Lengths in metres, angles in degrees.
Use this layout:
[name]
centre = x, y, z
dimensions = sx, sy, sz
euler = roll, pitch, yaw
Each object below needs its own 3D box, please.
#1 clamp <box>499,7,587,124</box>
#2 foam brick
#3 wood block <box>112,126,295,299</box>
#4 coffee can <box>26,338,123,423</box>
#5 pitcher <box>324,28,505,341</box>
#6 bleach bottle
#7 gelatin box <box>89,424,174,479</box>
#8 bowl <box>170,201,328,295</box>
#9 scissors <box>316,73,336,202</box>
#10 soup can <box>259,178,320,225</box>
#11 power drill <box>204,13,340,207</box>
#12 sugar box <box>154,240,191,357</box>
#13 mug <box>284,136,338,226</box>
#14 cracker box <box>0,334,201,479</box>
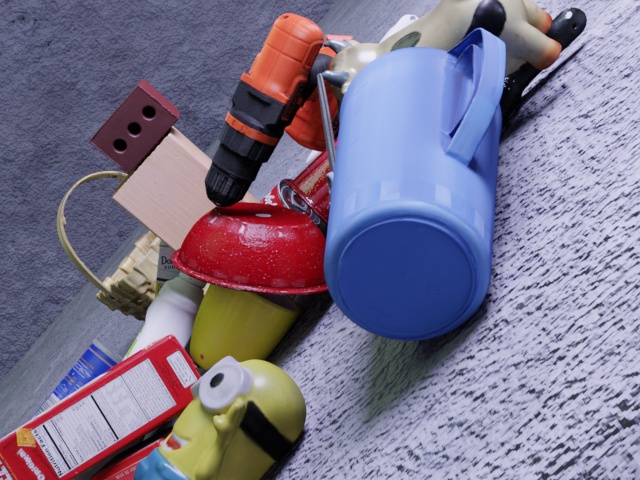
[clamp]
centre = 0.165, -0.139, 0.938
dimensions = 0.171, 0.039, 0.120
euler = -57, 9, -6
[foam brick]
centre = -0.184, -0.114, 1.069
dimensions = 0.078, 0.053, 0.051
euler = -48, 12, 7
[wood block]
centre = -0.107, -0.017, 1.117
dimensions = 0.091, 0.206, 0.090
euler = -48, 12, 4
[coffee can]
centre = -0.274, 0.203, 1.278
dimensions = 0.140, 0.102, 0.103
euler = -52, 13, -10
[pitcher]
centre = 0.073, -0.045, 0.773
dimensions = 0.145, 0.149, 0.242
euler = -9, 30, 12
[bleach bottle]
centre = -0.186, 0.139, 1.134
dimensions = 0.251, 0.068, 0.103
euler = -63, 12, -3
[gelatin box]
centre = -0.161, 0.203, 0.976
dimensions = 0.073, 0.030, 0.089
euler = -29, 0, 7
[bowl]
centre = -0.057, 0.001, 0.994
dimensions = 0.162, 0.162, 0.055
euler = -105, 22, -75
[scissors]
centre = 0.012, -0.035, 0.930
dimensions = 0.096, 0.016, 0.202
euler = 113, 147, -66
[soup can]
centre = -0.054, -0.015, 1.249
dimensions = 0.102, 0.068, 0.068
euler = -43, 14, 29
[power drill]
centre = -0.031, -0.119, 1.007
dimensions = 0.184, 0.057, 0.187
euler = -61, -12, 15
[sugar box]
centre = -0.167, 0.070, 1.237
dimensions = 0.093, 0.048, 0.176
euler = -82, -2, -68
[mug]
centre = 0.027, -0.051, 1.034
dimensions = 0.081, 0.093, 0.117
euler = -44, 10, 1
[cracker box]
centre = -0.212, 0.172, 1.002
dimensions = 0.213, 0.072, 0.164
euler = -32, -1, -11
